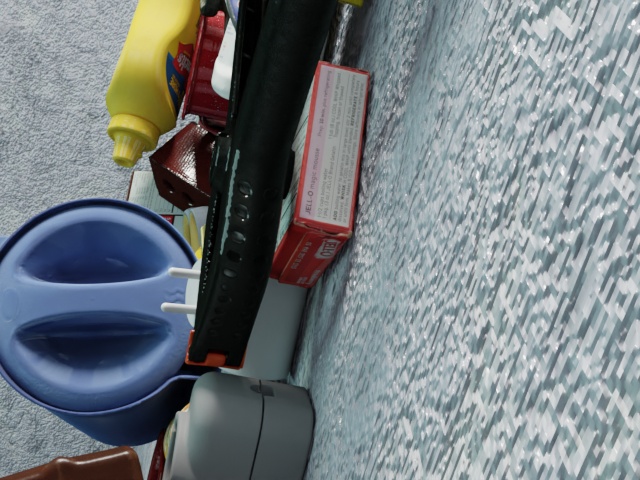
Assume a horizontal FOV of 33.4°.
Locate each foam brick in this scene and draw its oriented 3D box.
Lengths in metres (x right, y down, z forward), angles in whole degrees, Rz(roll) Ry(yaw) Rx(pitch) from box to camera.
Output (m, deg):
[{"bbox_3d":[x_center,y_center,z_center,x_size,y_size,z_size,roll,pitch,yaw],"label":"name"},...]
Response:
[{"bbox_3d":[-0.091,-0.049,0.865,0.051,0.078,0.053,-45,-28,-26],"label":"foam brick"}]

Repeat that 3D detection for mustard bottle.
[{"bbox_3d":[-0.130,-0.147,0.865,0.096,0.058,0.191,92,-167,-69],"label":"mustard bottle"}]

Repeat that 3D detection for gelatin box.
[{"bbox_3d":[-0.002,-0.030,0.520,0.073,0.030,0.089,124,155,-64],"label":"gelatin box"}]

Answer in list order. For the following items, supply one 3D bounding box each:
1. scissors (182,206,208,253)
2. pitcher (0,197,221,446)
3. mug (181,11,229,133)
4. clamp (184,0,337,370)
[{"bbox_3d":[-0.092,0.062,0.839,0.096,0.016,0.202,-123,30,-61],"label":"scissors"},{"bbox_3d":[-0.151,0.068,0.735,0.243,0.145,0.149,104,144,-71],"label":"pitcher"},{"bbox_3d":[-0.060,-0.122,0.820,0.117,0.081,0.093,112,166,-48],"label":"mug"},{"bbox_3d":[-0.032,-0.043,0.499,0.164,0.036,0.210,-107,28,-66],"label":"clamp"}]
